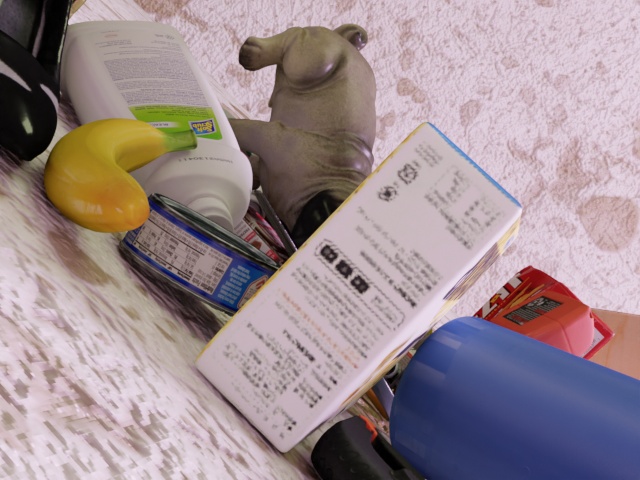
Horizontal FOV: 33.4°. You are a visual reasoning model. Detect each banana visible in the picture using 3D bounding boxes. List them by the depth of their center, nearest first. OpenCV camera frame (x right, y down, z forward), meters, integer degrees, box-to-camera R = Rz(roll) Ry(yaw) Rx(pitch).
[{"bbox_3d":[-0.111,-0.040,0.562,0.198,0.069,0.037,-89,167,-73],"label":"banana"}]

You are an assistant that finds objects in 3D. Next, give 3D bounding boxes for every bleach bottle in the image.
[{"bbox_3d":[-0.113,-0.071,0.722,0.102,0.068,0.251,-6,35,-19],"label":"bleach bottle"}]

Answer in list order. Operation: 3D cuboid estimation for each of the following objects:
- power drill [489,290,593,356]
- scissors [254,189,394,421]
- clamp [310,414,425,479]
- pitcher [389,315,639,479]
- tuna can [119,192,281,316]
[{"bbox_3d":[0.194,0.134,0.755,0.187,0.057,0.184,65,-6,-7],"label":"power drill"},{"bbox_3d":[-0.003,0.041,0.743,0.201,0.016,0.096,58,-9,-18],"label":"scissors"},{"bbox_3d":[0.031,0.121,0.476,0.120,0.039,0.172,46,-3,-30],"label":"clamp"},{"bbox_3d":[0.160,0.146,0.630,0.243,0.149,0.145,24,-20,37],"label":"pitcher"},{"bbox_3d":[-0.064,0.009,0.579,0.086,0.034,0.086,31,2,-1],"label":"tuna can"}]
